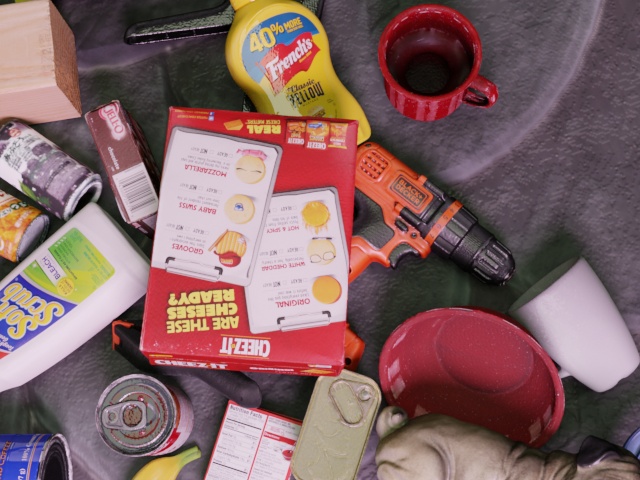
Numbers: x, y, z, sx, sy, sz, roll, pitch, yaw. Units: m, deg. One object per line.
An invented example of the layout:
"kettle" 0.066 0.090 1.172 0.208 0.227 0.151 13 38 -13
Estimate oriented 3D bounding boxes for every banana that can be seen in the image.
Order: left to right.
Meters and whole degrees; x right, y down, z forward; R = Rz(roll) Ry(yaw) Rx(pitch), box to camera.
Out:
"banana" -0.150 0.279 0.942 0.069 0.037 0.198 4 79 4

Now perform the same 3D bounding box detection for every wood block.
"wood block" -0.342 -0.157 1.011 0.206 0.091 0.090 -8 78 2

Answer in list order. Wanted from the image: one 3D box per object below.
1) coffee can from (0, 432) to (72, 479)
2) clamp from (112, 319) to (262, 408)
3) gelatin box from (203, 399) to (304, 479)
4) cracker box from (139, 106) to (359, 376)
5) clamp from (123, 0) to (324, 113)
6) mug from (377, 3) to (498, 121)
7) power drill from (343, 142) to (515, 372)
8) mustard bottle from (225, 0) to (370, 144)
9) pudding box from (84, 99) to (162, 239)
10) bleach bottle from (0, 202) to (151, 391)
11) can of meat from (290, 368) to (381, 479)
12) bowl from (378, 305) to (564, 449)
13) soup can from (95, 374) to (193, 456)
"coffee can" -0.298 0.219 0.928 0.140 0.103 0.103 -1 79 3
"clamp" -0.102 0.098 0.959 0.172 0.120 0.039 17 107 23
"gelatin box" -0.059 0.195 0.957 0.073 0.030 0.089 16 80 7
"cracker box" -0.056 0.001 0.898 0.164 0.072 0.213 4 73 0
"clamp" -0.074 -0.211 1.031 0.164 0.036 0.210 37 82 0
"mug" 0.110 -0.155 0.990 0.117 0.081 0.093 25 81 8
"power drill" 0.058 0.028 0.971 0.184 0.057 0.187 39 81 12
"mustard bottle" -0.034 -0.162 0.984 0.096 0.058 0.191 -26 95 -14
"pudding box" -0.171 -0.063 0.983 0.039 0.090 0.113 -22 80 1
"bleach bottle" -0.268 0.083 0.972 0.251 0.068 0.103 -43 69 -4
"can of meat" 0.015 0.166 0.931 0.057 0.084 0.102 17 80 6
"bowl" 0.135 0.113 0.925 0.162 0.055 0.162 12 123 18
"soup can" -0.151 0.154 0.933 0.068 0.102 0.068 -1 79 3
